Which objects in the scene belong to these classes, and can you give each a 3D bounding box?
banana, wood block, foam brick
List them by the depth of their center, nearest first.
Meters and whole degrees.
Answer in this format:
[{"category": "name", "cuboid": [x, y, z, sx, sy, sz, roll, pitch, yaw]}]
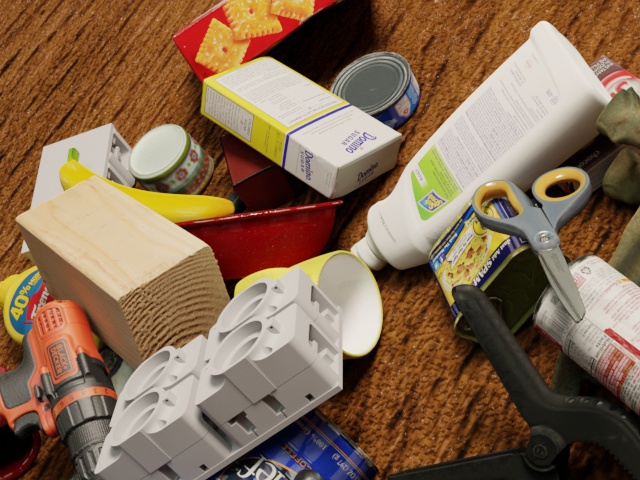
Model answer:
[{"category": "wood block", "cuboid": [-0.170, 0.027, 0.923, 0.090, 0.091, 0.206, -32, 35, -24]}, {"category": "banana", "cuboid": [-0.183, -0.044, 1.043, 0.198, 0.037, 0.069, 20, 58, 17]}, {"category": "foam brick", "cuboid": [-0.061, -0.074, 1.052, 0.051, 0.053, 0.078, -27, 45, 9]}]

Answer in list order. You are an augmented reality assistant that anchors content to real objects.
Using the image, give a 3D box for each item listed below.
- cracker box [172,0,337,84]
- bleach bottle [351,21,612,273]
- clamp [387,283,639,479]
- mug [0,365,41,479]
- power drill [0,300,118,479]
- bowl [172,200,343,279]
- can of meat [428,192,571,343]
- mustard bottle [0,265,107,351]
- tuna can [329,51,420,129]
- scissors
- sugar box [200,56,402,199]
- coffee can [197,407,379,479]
[{"category": "cracker box", "cuboid": [-0.045, -0.243, 1.120, 0.214, 0.072, 0.164, -33, 10, 3]}, {"category": "bleach bottle", "cuboid": [0.122, -0.063, 0.897, 0.251, 0.068, 0.102, -40, 48, 22]}, {"category": "clamp", "cuboid": [0.148, 0.148, 0.734, 0.210, 0.036, 0.165, 31, 109, 24]}, {"category": "mug", "cuboid": [-0.301, 0.158, 0.978, 0.117, 0.093, 0.082, -40, 40, 3]}, {"category": "power drill", "cuboid": [-0.250, 0.158, 0.859, 0.187, 0.057, 0.184, -28, 52, 1]}, {"category": "bowl", "cuboid": [-0.056, 0.001, 0.951, 0.162, 0.161, 0.055, -6, 93, 26]}, {"category": "can of meat", "cuboid": [0.137, 0.017, 0.841, 0.102, 0.057, 0.084, -54, 35, 28]}, {"category": "mustard bottle", "cuboid": [-0.255, 0.068, 1.047, 0.192, 0.058, 0.096, 13, 67, 37]}, {"category": "tuna can", "cuboid": [0.054, -0.144, 1.055, 0.086, 0.033, 0.086, -16, 48, 19]}, {"category": "scissors", "cuboid": [0.169, -0.007, 0.735, 0.096, 0.016, 0.202, -23, 27, -7]}, {"category": "sugar box", "cuboid": [-0.020, -0.109, 1.008, 0.176, 0.048, 0.093, 37, 46, 26]}, {"category": "coffee can", "cuboid": [-0.040, 0.190, 0.792, 0.140, 0.102, 0.103, -46, 46, -11]}]
